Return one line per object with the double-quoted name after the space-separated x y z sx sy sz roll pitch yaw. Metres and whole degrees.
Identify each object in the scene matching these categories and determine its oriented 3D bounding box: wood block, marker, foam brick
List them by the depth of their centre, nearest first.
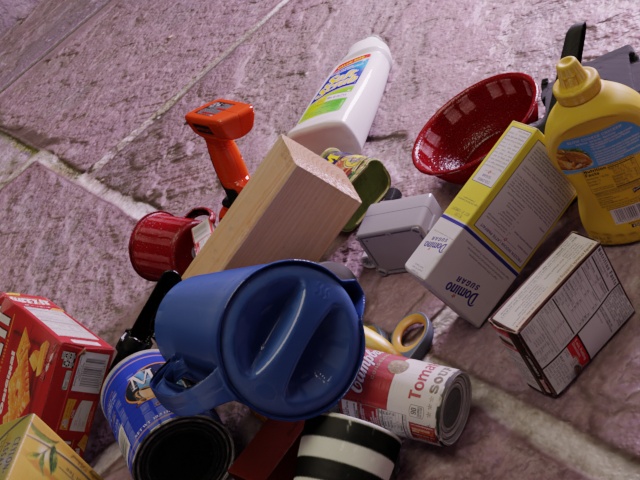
-0.035 0.203 0.982 0.053 0.051 0.078 11 54 49 "foam brick"
-0.058 0.001 1.170 0.206 0.090 0.090 -54 26 16 "wood block"
0.070 -0.017 1.211 0.020 0.020 0.121 -12 38 33 "marker"

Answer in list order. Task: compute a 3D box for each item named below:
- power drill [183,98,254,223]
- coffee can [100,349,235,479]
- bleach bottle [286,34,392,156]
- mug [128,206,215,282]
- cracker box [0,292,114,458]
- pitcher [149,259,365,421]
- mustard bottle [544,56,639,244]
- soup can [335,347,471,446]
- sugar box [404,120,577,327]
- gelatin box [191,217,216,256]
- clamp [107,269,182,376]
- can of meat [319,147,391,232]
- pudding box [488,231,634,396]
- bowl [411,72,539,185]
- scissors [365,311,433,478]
-0.088 -0.071 1.279 0.057 0.187 0.185 -29 26 -26 "power drill"
-0.156 0.186 1.073 0.103 0.102 0.140 -38 31 -5 "coffee can"
0.037 -0.201 1.453 0.103 0.068 0.250 -14 35 30 "bleach bottle"
-0.175 0.003 1.355 0.082 0.093 0.117 8 50 43 "mug"
-0.328 0.166 1.227 0.214 0.072 0.164 21 96 53 "cracker box"
-0.078 0.090 0.973 0.243 0.149 0.145 -5 73 65 "pitcher"
0.255 -0.084 0.956 0.096 0.191 0.058 -18 35 27 "mustard bottle"
0.072 0.136 0.933 0.102 0.068 0.068 10 51 31 "soup can"
0.165 -0.015 1.010 0.176 0.093 0.048 -51 33 -1 "sugar box"
-0.121 0.025 1.286 0.030 0.073 0.089 -32 32 7 "gelatin box"
-0.204 0.108 1.206 0.120 0.039 0.172 -57 4 -37 "clamp"
0.023 -0.060 1.279 0.102 0.057 0.084 -48 35 -21 "can of meat"
0.206 0.063 0.903 0.113 0.090 0.039 -45 33 -15 "pudding box"
0.183 -0.113 1.189 0.162 0.055 0.162 -30 30 19 "bowl"
0.080 0.132 1.001 0.096 0.016 0.202 -33 31 5 "scissors"
